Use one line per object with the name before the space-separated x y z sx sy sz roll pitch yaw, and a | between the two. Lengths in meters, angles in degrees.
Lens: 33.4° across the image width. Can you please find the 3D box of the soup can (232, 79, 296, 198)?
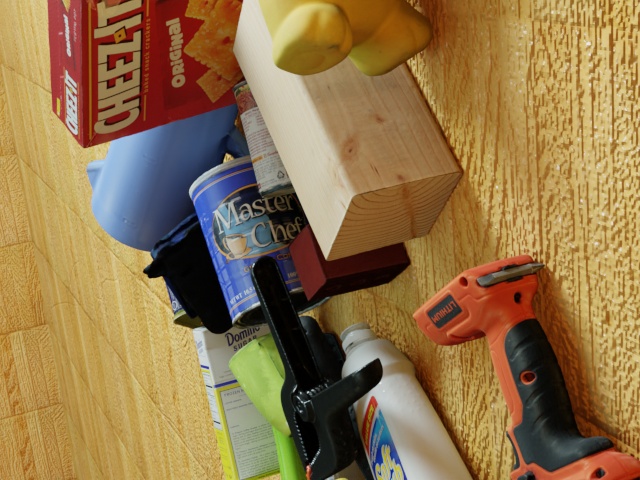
soup can | -0.034 -0.096 0.961 0.069 0.068 0.102 160 95 -68

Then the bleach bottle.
bleach bottle | 0.073 0.181 0.867 0.103 0.068 0.251 106 146 -50

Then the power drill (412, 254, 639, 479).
power drill | 0.128 0.117 0.706 0.188 0.057 0.185 67 153 16

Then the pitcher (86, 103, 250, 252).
pitcher | -0.148 -0.107 1.143 0.145 0.149 0.243 64 144 35

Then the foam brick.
foam brick | 0.023 0.012 0.870 0.053 0.078 0.051 132 124 -64

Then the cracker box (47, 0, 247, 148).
cracker box | -0.126 -0.186 0.934 0.072 0.213 0.164 47 144 32

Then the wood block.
wood block | 0.014 -0.102 0.811 0.091 0.090 0.206 113 138 -56

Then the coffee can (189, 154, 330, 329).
coffee can | -0.057 0.001 1.023 0.103 0.102 0.140 128 126 -63

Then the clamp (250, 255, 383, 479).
clamp | 0.002 0.132 0.884 0.165 0.036 0.210 37 142 48

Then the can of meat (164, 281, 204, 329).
can of meat | -0.145 0.057 1.284 0.102 0.057 0.084 28 -141 -62

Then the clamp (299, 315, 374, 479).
clamp | 0.021 0.144 0.959 0.171 0.039 0.120 62 -171 26

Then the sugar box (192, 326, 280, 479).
sugar box | -0.076 0.173 1.182 0.048 0.093 0.176 166 92 -68
